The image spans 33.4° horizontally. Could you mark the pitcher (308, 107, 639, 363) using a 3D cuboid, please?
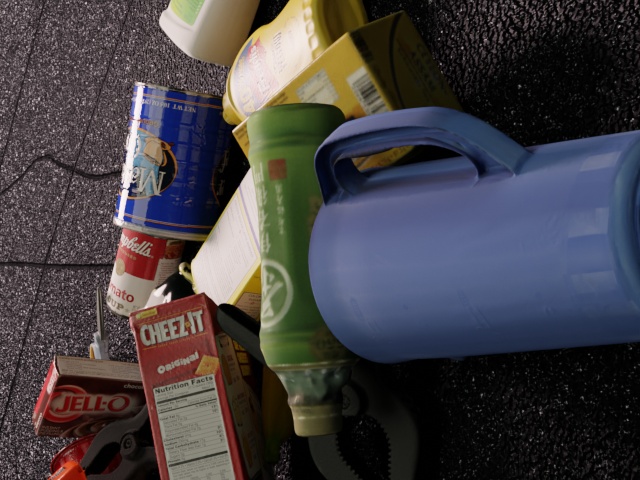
[{"bbox_3d":[0.107,-0.002,0.624,0.243,0.149,0.145,-9,77,53],"label":"pitcher"}]

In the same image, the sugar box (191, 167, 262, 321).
[{"bbox_3d":[-0.056,0.001,0.957,0.176,0.048,0.093,-51,43,36],"label":"sugar box"}]

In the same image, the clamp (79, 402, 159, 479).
[{"bbox_3d":[-0.180,0.197,1.079,0.172,0.039,0.120,-24,51,20],"label":"clamp"}]

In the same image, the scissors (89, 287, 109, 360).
[{"bbox_3d":[-0.240,0.132,1.193,0.202,0.016,0.096,120,133,-62],"label":"scissors"}]

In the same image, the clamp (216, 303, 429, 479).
[{"bbox_3d":[0.029,0.105,0.773,0.165,0.036,0.210,-32,81,26],"label":"clamp"}]

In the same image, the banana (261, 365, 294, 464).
[{"bbox_3d":[-0.026,0.083,0.892,0.070,0.037,0.198,179,95,-79],"label":"banana"}]

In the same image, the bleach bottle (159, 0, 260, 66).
[{"bbox_3d":[-0.074,-0.299,1.015,0.103,0.067,0.251,51,124,47],"label":"bleach bottle"}]

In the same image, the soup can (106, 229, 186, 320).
[{"bbox_3d":[-0.183,0.027,1.127,0.069,0.068,0.102,42,121,51],"label":"soup can"}]

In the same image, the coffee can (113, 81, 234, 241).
[{"bbox_3d":[-0.141,-0.078,1.046,0.103,0.102,0.140,20,102,56],"label":"coffee can"}]

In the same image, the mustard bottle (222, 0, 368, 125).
[{"bbox_3d":[-0.033,-0.147,0.930,0.192,0.058,0.096,-30,66,52],"label":"mustard bottle"}]

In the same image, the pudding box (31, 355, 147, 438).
[{"bbox_3d":[-0.246,0.172,1.159,0.090,0.113,0.039,-63,35,29],"label":"pudding box"}]

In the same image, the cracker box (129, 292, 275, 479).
[{"bbox_3d":[-0.087,0.166,0.863,0.164,0.072,0.214,67,-172,-74],"label":"cracker box"}]

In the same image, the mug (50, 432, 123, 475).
[{"bbox_3d":[-0.246,0.272,1.154,0.117,0.093,0.081,-29,56,0],"label":"mug"}]
